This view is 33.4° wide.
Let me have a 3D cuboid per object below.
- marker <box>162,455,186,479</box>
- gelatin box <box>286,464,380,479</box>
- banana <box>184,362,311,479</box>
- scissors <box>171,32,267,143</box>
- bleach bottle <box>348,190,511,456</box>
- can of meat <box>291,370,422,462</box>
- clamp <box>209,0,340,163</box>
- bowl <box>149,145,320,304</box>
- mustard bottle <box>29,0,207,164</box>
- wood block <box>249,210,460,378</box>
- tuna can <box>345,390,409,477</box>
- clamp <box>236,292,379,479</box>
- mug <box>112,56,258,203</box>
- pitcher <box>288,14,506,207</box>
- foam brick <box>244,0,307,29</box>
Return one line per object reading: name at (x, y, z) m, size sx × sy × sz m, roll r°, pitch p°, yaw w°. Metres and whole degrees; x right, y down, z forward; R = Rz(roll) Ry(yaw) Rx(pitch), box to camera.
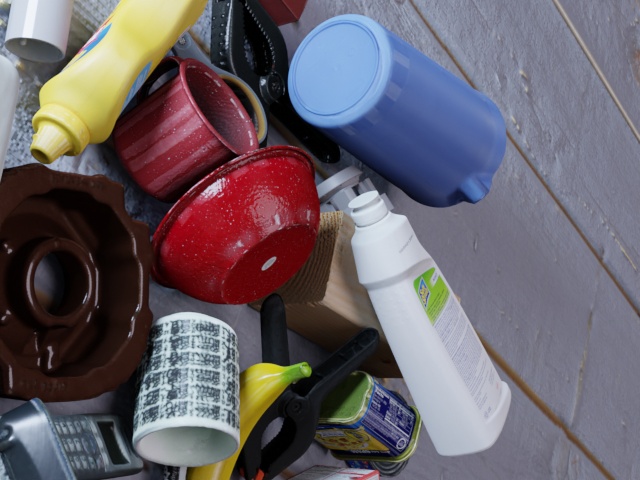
marker at (-0.115, 0.189, 0.840) m, size 0.020 × 0.020 × 0.121 m, roll 40°, pitch 42°, yaw -42°
gelatin box at (0.002, 0.230, 0.961) m, size 0.089 × 0.073 × 0.030 m, roll -10°, pitch 94°, yaw -53°
banana at (-0.077, 0.175, 0.852) m, size 0.037 × 0.070 × 0.198 m, roll 30°, pitch 83°, yaw -31°
scissors at (-0.126, -0.148, 0.893) m, size 0.096 × 0.016 × 0.201 m, roll -46°, pitch 105°, yaw -17°
bleach bottle at (0.092, 0.067, 0.959) m, size 0.251 × 0.068 × 0.102 m, roll 64°, pitch 29°, yaw -18°
can of meat at (0.028, 0.161, 0.983) m, size 0.083 × 0.102 × 0.057 m, roll 41°, pitch 55°, yaw -38°
clamp at (-0.057, -0.128, 0.965) m, size 0.164 × 0.036 × 0.210 m, roll -49°, pitch 125°, yaw -46°
bowl at (-0.056, 0.001, 0.853) m, size 0.161 × 0.162 × 0.055 m, roll -4°, pitch 48°, yaw -52°
mustard bottle at (-0.155, -0.128, 0.793) m, size 0.058 × 0.096 × 0.191 m, roll 40°, pitch 55°, yaw -16°
wood block at (0.037, 0.058, 1.016) m, size 0.205 × 0.091 × 0.090 m, roll 35°, pitch 60°, yaw -44°
tuna can at (0.057, 0.193, 1.068) m, size 0.085 × 0.034 × 0.086 m, roll 10°, pitch 77°, yaw -51°
clamp at (-0.033, 0.127, 0.909) m, size 0.120 × 0.039 × 0.171 m, roll 32°, pitch 88°, yaw -27°
mug at (-0.113, -0.092, 0.842) m, size 0.093 × 0.082 × 0.117 m, roll 20°, pitch 41°, yaw -60°
pitcher at (0.070, -0.132, 1.039) m, size 0.242 × 0.149 × 0.145 m, roll 24°, pitch 76°, yaw -55°
foam brick at (-0.042, -0.243, 0.990) m, size 0.053 × 0.051 × 0.078 m, roll 46°, pitch 52°, yaw -39°
